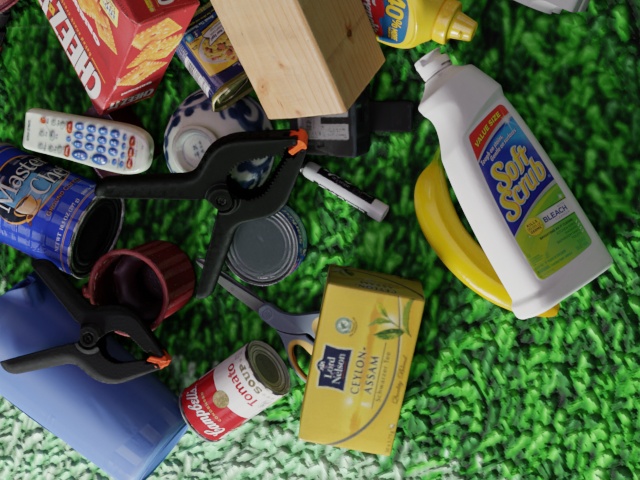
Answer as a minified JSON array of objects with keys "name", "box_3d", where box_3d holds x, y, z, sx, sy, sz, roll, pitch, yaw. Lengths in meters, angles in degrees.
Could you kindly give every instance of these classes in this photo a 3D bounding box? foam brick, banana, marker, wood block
[{"name":"foam brick","box_3d":[-0.216,-0.105,1.122,0.053,0.051,0.078,-37,87,23]},{"name":"banana","box_3d":[0.146,0.004,1.019,0.070,0.037,0.198,-36,88,23]},{"name":"marker","box_3d":[0.013,-0.057,1.065,0.121,0.020,0.020,32,110,11]},{"name":"wood block","box_3d":[-0.032,-0.217,0.928,0.090,0.090,0.206,1,131,36]}]

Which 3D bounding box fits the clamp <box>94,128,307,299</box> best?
[{"name":"clamp","box_3d":[-0.105,-0.050,1.038,0.210,0.036,0.164,-39,114,22]}]

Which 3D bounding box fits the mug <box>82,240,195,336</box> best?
[{"name":"mug","box_3d":[-0.195,0.047,1.131,0.117,0.081,0.093,-7,99,21]}]

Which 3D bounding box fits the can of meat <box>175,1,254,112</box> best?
[{"name":"can of meat","box_3d":[-0.086,-0.189,1.037,0.102,0.057,0.084,-35,85,-9]}]

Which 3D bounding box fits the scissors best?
[{"name":"scissors","box_3d":[-0.035,0.069,1.112,0.096,0.016,0.202,-41,86,21]}]

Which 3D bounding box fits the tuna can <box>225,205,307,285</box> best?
[{"name":"tuna can","box_3d":[-0.057,0.001,1.096,0.086,0.033,0.086,4,103,20]}]

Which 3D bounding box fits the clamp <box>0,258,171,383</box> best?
[{"name":"clamp","box_3d":[-0.239,0.105,1.079,0.171,0.039,0.120,26,97,8]}]

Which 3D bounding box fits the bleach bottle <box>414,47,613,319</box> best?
[{"name":"bleach bottle","box_3d":[0.158,-0.060,0.973,0.102,0.068,0.251,-32,88,-16]}]

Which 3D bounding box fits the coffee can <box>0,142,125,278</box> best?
[{"name":"coffee can","box_3d":[-0.296,-0.032,1.140,0.140,0.102,0.103,23,108,14]}]

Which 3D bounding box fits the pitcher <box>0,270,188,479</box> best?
[{"name":"pitcher","box_3d":[-0.265,0.160,1.165,0.243,0.149,0.145,38,85,6]}]

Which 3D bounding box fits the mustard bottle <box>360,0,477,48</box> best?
[{"name":"mustard bottle","box_3d":[0.054,-0.226,0.979,0.192,0.058,0.096,25,148,12]}]

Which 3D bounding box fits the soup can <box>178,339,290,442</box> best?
[{"name":"soup can","box_3d":[-0.090,0.159,1.124,0.102,0.068,0.068,-37,87,22]}]

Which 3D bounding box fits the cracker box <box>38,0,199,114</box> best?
[{"name":"cracker box","box_3d":[-0.202,-0.235,1.007,0.164,0.072,0.214,62,154,5]}]
